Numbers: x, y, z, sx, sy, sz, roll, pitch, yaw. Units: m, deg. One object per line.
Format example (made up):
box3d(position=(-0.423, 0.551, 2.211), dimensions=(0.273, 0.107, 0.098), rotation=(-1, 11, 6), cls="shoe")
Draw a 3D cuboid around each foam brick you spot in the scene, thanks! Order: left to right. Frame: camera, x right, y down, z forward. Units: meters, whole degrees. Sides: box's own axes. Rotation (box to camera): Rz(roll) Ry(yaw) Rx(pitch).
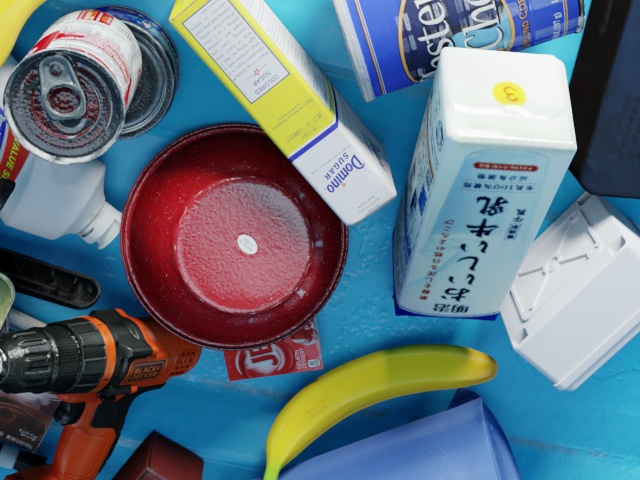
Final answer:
box3d(position=(-0.135, 0.201, 0.844), dimensions=(0.051, 0.053, 0.078), rotation=(34, 110, -16), cls="foam brick")

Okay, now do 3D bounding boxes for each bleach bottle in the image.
box3d(position=(-0.226, -0.089, 0.702), dimensions=(0.103, 0.068, 0.250), rotation=(-42, 112, 15), cls="bleach bottle")

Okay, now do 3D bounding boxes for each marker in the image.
box3d(position=(-0.270, 0.161, 0.838), dimensions=(0.121, 0.020, 0.020), rotation=(22, 112, -12), cls="marker")

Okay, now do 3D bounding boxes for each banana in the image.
box3d(position=(0.035, 0.120, 0.808), dimensions=(0.198, 0.070, 0.037), rotation=(-29, 150, 3), cls="banana")

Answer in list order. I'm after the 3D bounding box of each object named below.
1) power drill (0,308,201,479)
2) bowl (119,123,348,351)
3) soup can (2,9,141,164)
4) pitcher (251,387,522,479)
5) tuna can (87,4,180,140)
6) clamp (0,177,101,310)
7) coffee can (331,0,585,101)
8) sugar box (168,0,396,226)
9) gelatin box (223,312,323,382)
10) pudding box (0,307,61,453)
box3d(position=(-0.184, 0.132, 0.751), dimensions=(0.057, 0.184, 0.188), rotation=(43, 112, 28), cls="power drill")
box3d(position=(-0.055, 0.001, 0.725), dimensions=(0.162, 0.055, 0.162), rotation=(-1, 96, -10), cls="bowl")
box3d(position=(-0.145, -0.095, 0.640), dimensions=(0.068, 0.102, 0.068), rotation=(-1, 115, -2), cls="soup can")
box3d(position=(0.038, 0.223, 0.807), dimensions=(0.243, 0.149, 0.145), rotation=(-20, 102, 13), cls="pitcher")
box3d(position=(-0.137, -0.111, 0.710), dimensions=(0.086, 0.034, 0.086), rotation=(-1, 115, -2), cls="tuna can")
box3d(position=(-0.235, 0.013, 0.732), dimensions=(0.172, 0.039, 0.120), rotation=(-7, 131, 35), cls="clamp")
box3d(position=(0.079, -0.156, 0.660), dimensions=(0.140, 0.103, 0.103), rotation=(-17, 114, 5), cls="coffee can")
box3d(position=(-0.022, -0.096, 0.689), dimensions=(0.048, 0.093, 0.176), rotation=(-34, 111, 13), cls="sugar box")
box3d(position=(-0.040, 0.058, 0.793), dimensions=(0.073, 0.030, 0.089), rotation=(-7, 114, 1), cls="gelatin box")
box3d(position=(-0.243, 0.095, 0.797), dimensions=(0.113, 0.039, 0.090), rotation=(26, 111, -13), cls="pudding box")
